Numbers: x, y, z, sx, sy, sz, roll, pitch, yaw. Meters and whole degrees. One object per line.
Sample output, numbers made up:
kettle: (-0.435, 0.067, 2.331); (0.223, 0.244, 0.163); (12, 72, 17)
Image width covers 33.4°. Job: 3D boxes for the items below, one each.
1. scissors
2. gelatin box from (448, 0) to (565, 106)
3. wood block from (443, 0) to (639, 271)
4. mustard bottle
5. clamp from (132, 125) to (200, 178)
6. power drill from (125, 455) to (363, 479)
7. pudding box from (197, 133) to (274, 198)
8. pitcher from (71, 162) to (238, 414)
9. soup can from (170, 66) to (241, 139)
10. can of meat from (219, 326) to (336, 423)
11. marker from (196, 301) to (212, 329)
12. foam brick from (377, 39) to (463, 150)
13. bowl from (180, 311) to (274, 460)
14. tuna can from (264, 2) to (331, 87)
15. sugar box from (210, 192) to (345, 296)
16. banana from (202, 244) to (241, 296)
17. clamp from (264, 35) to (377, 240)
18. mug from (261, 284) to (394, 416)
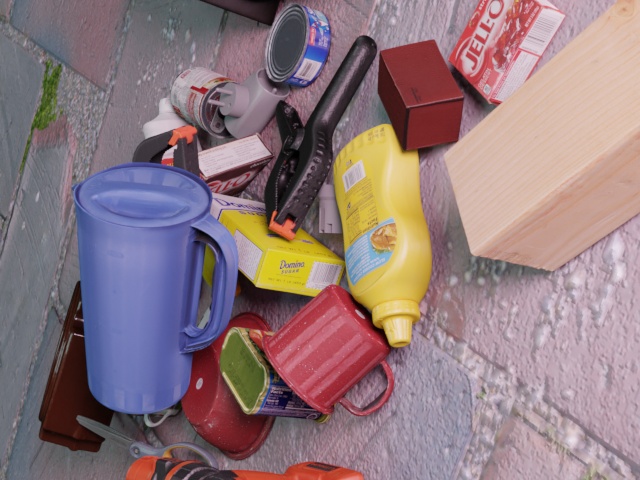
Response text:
scissors: (-0.202, 0.260, 1.226); (0.202, 0.016, 0.096); (4, 99, 30)
gelatin box: (0.149, -0.164, 0.869); (0.089, 0.030, 0.073); (-61, 37, 26)
wood block: (0.189, -0.071, 0.726); (0.206, 0.090, 0.091); (-43, 48, 43)
mustard bottle: (0.057, 0.001, 0.938); (0.096, 0.058, 0.191); (-37, 51, 48)
clamp: (-0.183, -0.056, 1.130); (0.120, 0.039, 0.172); (29, 118, 12)
power drill: (-0.057, 0.221, 0.934); (0.185, 0.187, 0.057); (-6, 75, 58)
pudding box: (-0.118, -0.069, 1.178); (0.039, 0.113, 0.090); (54, 133, 8)
pitcher: (-0.172, 0.056, 1.078); (0.149, 0.144, 0.243); (-122, 32, -54)
soup can: (-0.130, -0.165, 1.265); (0.102, 0.068, 0.068); (33, 109, 56)
can of meat: (-0.042, 0.128, 1.031); (0.102, 0.083, 0.057); (48, 121, 51)
marker: (-0.136, 0.104, 1.243); (0.121, 0.020, 0.020); (-58, 39, 30)
foam brick: (0.085, -0.126, 0.920); (0.051, 0.053, 0.078); (89, 167, -51)
bowl: (-0.107, 0.154, 1.152); (0.162, 0.055, 0.162); (-21, 64, 53)
tuna can: (-0.024, -0.209, 1.146); (0.086, 0.033, 0.086); (-22, 63, 53)
sugar box: (-0.057, 0.001, 1.082); (0.176, 0.093, 0.048); (40, 114, 53)
banana: (-0.130, -0.001, 1.235); (0.070, 0.037, 0.198); (102, 153, -52)
clamp: (-0.009, -0.098, 1.047); (0.165, 0.036, 0.210); (-37, 32, 45)
mug: (0.016, 0.102, 0.945); (0.081, 0.093, 0.117); (-43, 85, 9)
